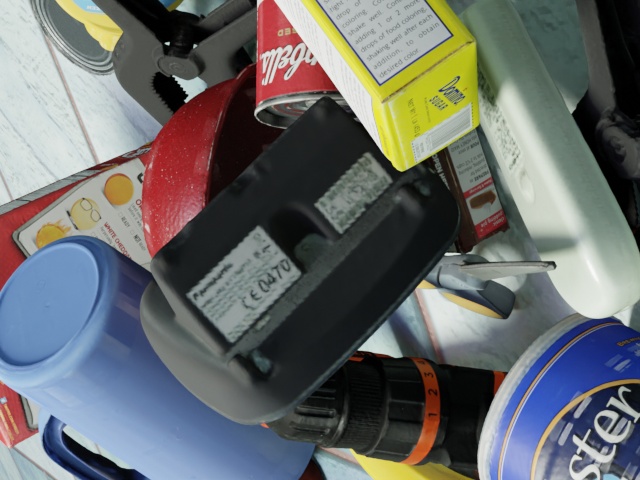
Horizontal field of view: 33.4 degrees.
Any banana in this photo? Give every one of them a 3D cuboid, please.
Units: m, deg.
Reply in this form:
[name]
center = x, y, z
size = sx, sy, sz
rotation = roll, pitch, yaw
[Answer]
[banana]
center = 0.069, 0.149, 0.707
size = 0.198, 0.037, 0.070
rotation = 17, 111, 51

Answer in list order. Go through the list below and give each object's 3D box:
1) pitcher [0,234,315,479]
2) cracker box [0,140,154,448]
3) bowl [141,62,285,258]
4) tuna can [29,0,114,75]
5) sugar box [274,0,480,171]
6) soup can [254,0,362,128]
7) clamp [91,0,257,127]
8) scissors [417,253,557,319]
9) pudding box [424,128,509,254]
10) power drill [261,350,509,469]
[pitcher]
center = -0.122, 0.104, 0.752
size = 0.145, 0.149, 0.242
rotation = 10, 157, 38
[cracker box]
center = -0.186, 0.036, 0.835
size = 0.072, 0.213, 0.164
rotation = 8, 121, 59
[bowl]
center = -0.062, -0.025, 0.629
size = 0.055, 0.162, 0.162
rotation = 5, 127, 15
[tuna can]
center = -0.174, -0.167, 0.798
size = 0.086, 0.033, 0.086
rotation = 29, 149, 19
[sugar box]
center = -0.004, -0.116, 0.424
size = 0.176, 0.048, 0.093
rotation = 58, 180, 15
[soup can]
center = 0.003, -0.109, 0.508
size = 0.069, 0.068, 0.102
rotation = -11, 77, 61
[clamp]
center = -0.094, -0.125, 0.654
size = 0.164, 0.036, 0.210
rotation = 15, 154, -4
[scissors]
center = 0.082, 0.022, 0.509
size = 0.096, 0.016, 0.202
rotation = 23, 173, -24
[pudding box]
center = 0.041, -0.040, 0.576
size = 0.114, 0.039, 0.090
rotation = 6, 121, 60
[power drill]
center = 0.028, 0.090, 0.590
size = 0.188, 0.184, 0.057
rotation = 175, 105, -67
